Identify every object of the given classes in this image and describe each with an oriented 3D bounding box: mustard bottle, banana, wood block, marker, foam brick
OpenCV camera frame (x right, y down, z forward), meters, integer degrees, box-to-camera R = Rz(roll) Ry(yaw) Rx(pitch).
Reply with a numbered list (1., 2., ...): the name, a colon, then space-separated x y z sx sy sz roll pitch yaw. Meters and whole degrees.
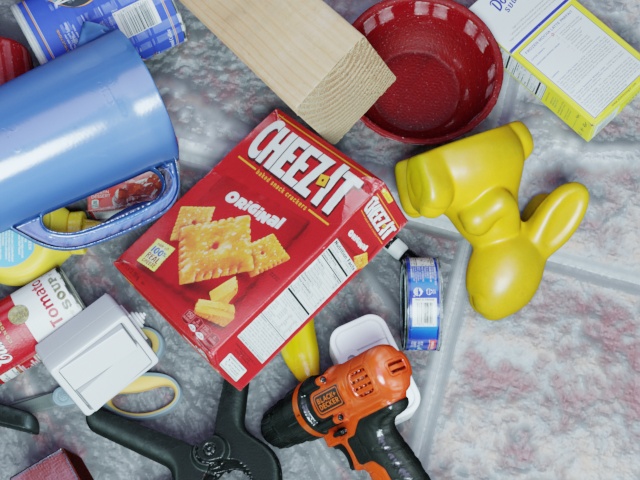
1. mustard bottle: -0.296 -0.005 1.001 0.191 0.058 0.096 -2 66 -1
2. banana: -0.013 0.035 0.990 0.070 0.037 0.197 -1 68 40
3. wood block: -0.038 -0.197 1.008 0.090 0.090 0.206 -47 62 5
4. marker: 0.056 -0.008 1.023 0.121 0.020 0.020 42 77 12
5. foam brick: -0.225 0.218 0.922 0.051 0.078 0.053 -31 73 -9

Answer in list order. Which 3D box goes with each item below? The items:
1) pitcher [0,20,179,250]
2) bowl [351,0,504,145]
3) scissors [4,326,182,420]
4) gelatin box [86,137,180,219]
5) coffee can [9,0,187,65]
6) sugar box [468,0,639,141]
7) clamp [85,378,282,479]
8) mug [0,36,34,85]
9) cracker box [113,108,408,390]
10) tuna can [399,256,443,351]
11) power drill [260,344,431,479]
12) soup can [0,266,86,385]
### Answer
1. pitcher: -0.252 -0.072 0.943 0.242 0.145 0.149 -28 47 -15
2. bowl: 0.096 -0.159 1.052 0.162 0.055 0.162 0 73 0
3. scissors: -0.227 0.125 0.983 0.201 0.016 0.096 2 71 1
4. gelatin box: -0.181 -0.061 1.034 0.089 0.030 0.073 -4 72 -2
5. coffee can: -0.215 -0.211 1.043 0.140 0.103 0.103 -28 75 -9
6. sugar box: 0.236 -0.192 1.068 0.093 0.048 0.176 -42 74 -12
7. clamp: -0.086 0.177 0.916 0.164 0.036 0.210 -35 58 -13
8. mug: -0.324 -0.138 1.036 0.117 0.093 0.081 -27 65 29
9. cracker box: -0.056 0.001 0.955 0.213 0.072 0.164 -45 50 -8
10. tuna can: 0.091 0.058 0.968 0.034 0.086 0.086 0 73 1
11. power drill: 0.035 0.196 0.894 0.057 0.185 0.188 -18 77 -42
12. soup can: -0.265 0.077 0.971 0.102 0.068 0.068 -31 75 -10
